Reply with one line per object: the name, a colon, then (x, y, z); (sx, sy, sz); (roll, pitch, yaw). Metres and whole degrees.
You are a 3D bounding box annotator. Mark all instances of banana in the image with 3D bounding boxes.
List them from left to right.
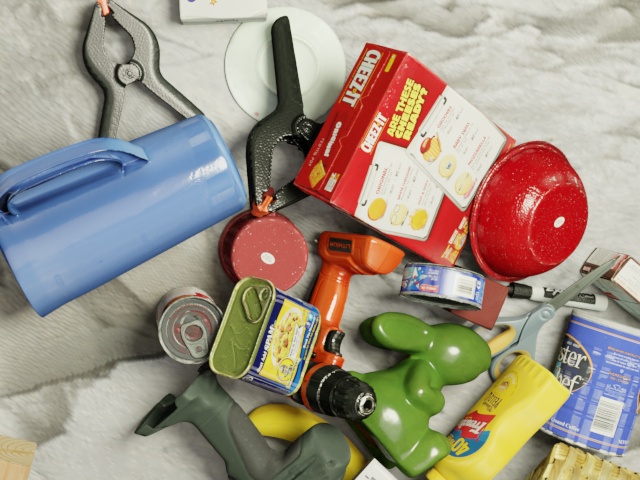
banana: (-0.004, 0.232, 1.180); (0.197, 0.037, 0.070); (31, 109, -9)

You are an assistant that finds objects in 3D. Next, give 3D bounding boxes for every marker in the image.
marker: (0.270, 0.064, 1.222); (0.121, 0.020, 0.020); (9, 93, -11)

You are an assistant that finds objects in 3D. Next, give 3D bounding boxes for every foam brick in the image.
foam brick: (0.164, 0.060, 1.173); (0.053, 0.078, 0.051); (24, 91, -11)

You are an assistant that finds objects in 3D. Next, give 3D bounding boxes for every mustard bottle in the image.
mustard bottle: (0.179, 0.213, 1.152); (0.058, 0.096, 0.191); (43, 88, -15)

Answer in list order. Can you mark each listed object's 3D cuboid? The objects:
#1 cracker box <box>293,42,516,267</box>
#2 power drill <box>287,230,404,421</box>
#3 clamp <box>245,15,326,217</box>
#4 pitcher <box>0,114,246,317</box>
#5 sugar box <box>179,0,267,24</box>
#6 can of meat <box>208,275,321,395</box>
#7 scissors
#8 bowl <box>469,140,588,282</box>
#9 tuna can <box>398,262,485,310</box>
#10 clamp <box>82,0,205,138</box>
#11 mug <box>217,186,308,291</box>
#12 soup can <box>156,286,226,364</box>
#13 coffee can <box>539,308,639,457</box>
cracker box: (0.092, -0.082, 1.104); (0.213, 0.072, 0.164); (28, 89, -44)
power drill: (0.020, 0.087, 1.106); (0.057, 0.185, 0.187); (27, 80, -33)
clamp: (-0.024, -0.121, 1.103); (0.164, 0.036, 0.210); (37, 71, -7)
pitcher: (-0.203, -0.037, 1.063); (0.242, 0.149, 0.145); (-26, 99, -8)
sugar box: (-0.105, -0.316, 1.108); (0.093, 0.048, 0.176); (-4, 93, -3)
can of meat: (-0.052, 0.098, 1.065); (0.083, 0.058, 0.102); (29, 76, -45)
scissors: (0.252, 0.098, 1.189); (0.202, 0.016, 0.096); (-25, 112, 15)
bowl: (0.239, -0.024, 1.158); (0.161, 0.055, 0.162); (-13, 113, -33)
tuna can: (0.125, 0.048, 1.094); (0.086, 0.086, 0.034); (12, 81, -11)
clamp: (-0.206, -0.164, 1.108); (0.120, 0.039, 0.171); (-30, 102, -13)
mug: (-0.057, 0.001, 1.126); (0.093, 0.081, 0.117); (4, 93, -11)
soup can: (-0.136, 0.086, 1.108); (0.068, 0.102, 0.068); (-1, 94, -10)
coffee can: (0.311, 0.158, 1.195); (0.102, 0.103, 0.140); (17, 91, -11)
